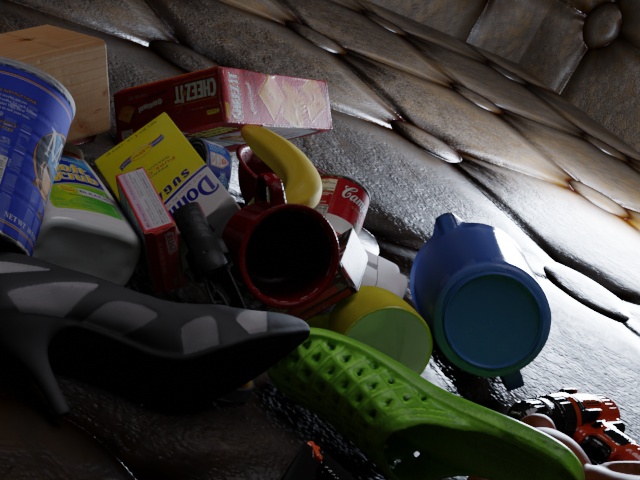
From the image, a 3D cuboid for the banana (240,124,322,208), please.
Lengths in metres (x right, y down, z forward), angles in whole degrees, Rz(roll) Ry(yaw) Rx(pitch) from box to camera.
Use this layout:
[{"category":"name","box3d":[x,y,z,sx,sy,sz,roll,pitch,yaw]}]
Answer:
[{"category":"banana","box3d":[-0.036,-0.072,1.089,0.069,0.037,0.198,20,21,-21]}]

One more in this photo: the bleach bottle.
[{"category":"bleach bottle","box3d":[-0.246,-0.045,0.967,0.102,0.068,0.251,13,22,-35]}]

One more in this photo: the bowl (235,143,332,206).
[{"category":"bowl","box3d":[-0.037,-0.051,1.262,0.162,0.055,0.162,25,20,-10]}]

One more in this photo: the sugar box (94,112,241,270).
[{"category":"sugar box","box3d":[-0.150,-0.049,1.048,0.176,0.093,0.048,48,-7,47]}]

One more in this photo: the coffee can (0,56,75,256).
[{"category":"coffee can","box3d":[-0.255,-0.056,0.820,0.102,0.103,0.140,20,62,-22]}]

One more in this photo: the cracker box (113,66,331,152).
[{"category":"cracker box","box3d":[-0.112,-0.153,1.266,0.164,0.072,0.213,-8,-2,34]}]

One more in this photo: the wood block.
[{"category":"wood block","box3d":[-0.295,-0.125,0.946,0.091,0.090,0.205,20,30,33]}]

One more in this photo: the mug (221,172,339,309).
[{"category":"mug","box3d":[-0.043,-0.003,0.956,0.093,0.117,0.082,-13,12,-20]}]

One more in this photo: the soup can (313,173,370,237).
[{"category":"soup can","box3d":[0.008,-0.012,1.141,0.068,0.069,0.102,25,58,-9]}]

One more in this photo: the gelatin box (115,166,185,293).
[{"category":"gelatin box","box3d":[-0.148,-0.009,0.931,0.030,0.073,0.089,-19,45,-17]}]

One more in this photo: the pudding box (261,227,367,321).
[{"category":"pudding box","box3d":[-0.003,0.038,1.034,0.039,0.090,0.113,58,16,-9]}]

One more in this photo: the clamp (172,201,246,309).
[{"category":"clamp","box3d":[-0.090,0.028,0.909,0.039,0.120,0.171,-18,29,-7]}]

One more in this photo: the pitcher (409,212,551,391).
[{"category":"pitcher","box3d":[0.165,0.068,1.073,0.149,0.145,0.243,24,8,0]}]

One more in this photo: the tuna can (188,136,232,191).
[{"category":"tuna can","box3d":[-0.129,-0.064,1.129,0.033,0.086,0.086,17,23,-33]}]

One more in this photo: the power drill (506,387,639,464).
[{"category":"power drill","box3d":[0.285,0.214,1.034,0.184,0.057,0.188,5,30,-47]}]
